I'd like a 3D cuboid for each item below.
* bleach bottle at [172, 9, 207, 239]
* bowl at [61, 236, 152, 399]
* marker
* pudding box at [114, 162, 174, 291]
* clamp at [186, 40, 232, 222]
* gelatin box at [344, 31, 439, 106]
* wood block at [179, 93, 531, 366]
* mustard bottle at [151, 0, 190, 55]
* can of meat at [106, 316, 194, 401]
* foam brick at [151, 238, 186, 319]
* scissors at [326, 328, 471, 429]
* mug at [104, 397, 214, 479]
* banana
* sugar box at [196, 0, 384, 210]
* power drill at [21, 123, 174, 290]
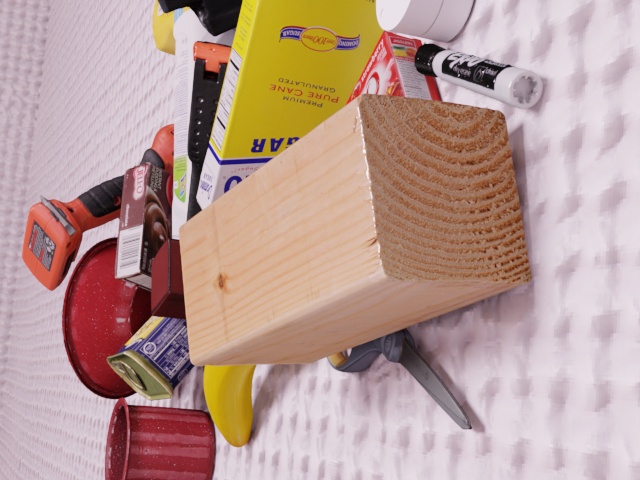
[{"bbox_3d":[-0.107,-0.081,0.985,0.103,0.068,0.251,-179,93,-74],"label":"bleach bottle"},{"bbox_3d":[-0.178,0.076,1.046,0.055,0.161,0.162,-2,79,31],"label":"bowl"},{"bbox_3d":[0.080,-0.089,0.568,0.121,0.020,0.020,-138,58,-65],"label":"marker"},{"bbox_3d":[-0.149,-0.006,1.016,0.039,0.089,0.113,-11,66,35],"label":"pudding box"},{"bbox_3d":[-0.080,-0.092,0.824,0.210,0.036,0.164,100,178,-58],"label":"clamp"},{"bbox_3d":[0.039,-0.069,0.651,0.089,0.030,0.073,120,149,-45],"label":"gelatin box"},{"bbox_3d":[0.007,0.004,0.578,0.206,0.090,0.091,-28,64,55],"label":"wood block"},{"bbox_3d":[-0.121,-0.246,1.077,0.192,0.058,0.096,3,78,69],"label":"mustard bottle"},{"bbox_3d":[-0.137,0.094,0.960,0.083,0.057,0.102,-49,10,-23],"label":"can of meat"},{"bbox_3d":[-0.099,0.036,0.904,0.053,0.078,0.051,133,140,-53],"label":"foam brick"},{"bbox_3d":[0.037,0.072,0.629,0.202,0.016,0.096,-113,35,-52],"label":"scissors"},{"bbox_3d":[-0.148,0.199,0.968,0.093,0.081,0.117,-103,29,-42],"label":"mug"},{"bbox_3d":[-0.055,0.097,0.789,0.070,0.037,0.198,49,145,10],"label":"banana"},{"bbox_3d":[-0.019,-0.095,0.723,0.048,0.093,0.176,-129,49,-62],"label":"sugar box"},{"bbox_3d":[-0.215,-0.025,1.098,0.057,0.187,0.185,44,143,13],"label":"power drill"}]
